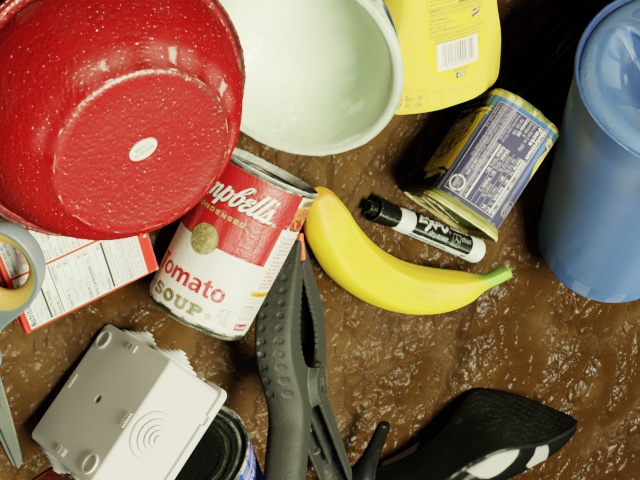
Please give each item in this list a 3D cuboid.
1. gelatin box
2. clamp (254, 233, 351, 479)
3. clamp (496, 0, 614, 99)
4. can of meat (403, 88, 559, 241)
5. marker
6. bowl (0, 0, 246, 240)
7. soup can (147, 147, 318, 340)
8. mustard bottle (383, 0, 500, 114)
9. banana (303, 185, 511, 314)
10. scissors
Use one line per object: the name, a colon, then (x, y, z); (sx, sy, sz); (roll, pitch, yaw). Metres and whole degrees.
gelatin box: (-0.145, 0.001, 0.611); (0.089, 0.030, 0.073); (-27, 128, -21)
clamp: (-0.018, 0.102, 0.697); (0.036, 0.164, 0.210); (-3, 104, 15)
clamp: (0.193, -0.175, 0.747); (0.171, 0.039, 0.120); (-27, 140, -28)
can of meat: (0.107, -0.051, 0.716); (0.057, 0.102, 0.084); (33, 90, -7)
marker: (0.075, -0.008, 0.769); (0.120, 0.020, 0.020); (20, 101, -40)
bowl: (-0.099, -0.056, 0.537); (0.161, 0.055, 0.162); (-19, 132, -23)
soup can: (-0.054, 0.001, 0.650); (0.068, 0.069, 0.102); (20, 102, -40)
mustard bottle: (0.068, -0.178, 0.646); (0.096, 0.058, 0.192); (-20, 124, -28)
banana: (0.048, 0.015, 0.747); (0.197, 0.037, 0.070); (20, 112, -39)
scissors: (-0.176, 0.058, 0.601); (0.096, 0.016, 0.201); (-9, 127, 15)
